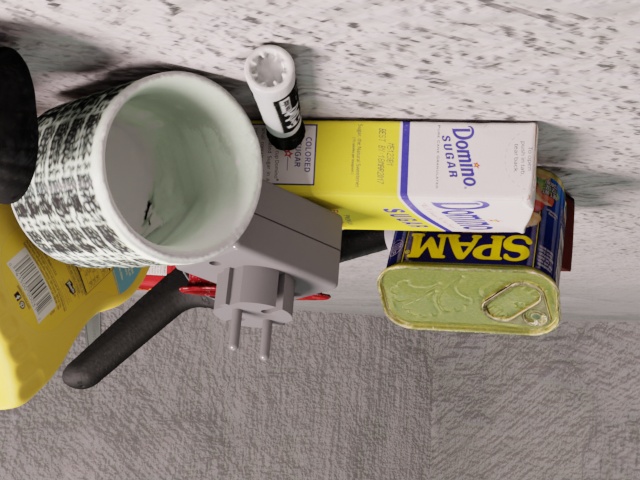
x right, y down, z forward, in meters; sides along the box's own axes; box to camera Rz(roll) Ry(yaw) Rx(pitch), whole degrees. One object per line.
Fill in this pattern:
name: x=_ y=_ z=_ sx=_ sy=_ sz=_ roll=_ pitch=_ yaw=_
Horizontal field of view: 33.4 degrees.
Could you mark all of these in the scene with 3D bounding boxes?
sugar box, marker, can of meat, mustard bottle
sugar box: x=0.021 y=-0.031 z=0.556 sx=0.176 sy=0.048 sz=0.093 roll=4 pitch=171 yaw=9
marker: x=-0.018 y=-0.058 z=0.455 sx=0.020 sy=0.020 sz=0.121 roll=3 pitch=174 yaw=1
can of meat: x=0.092 y=0.004 z=0.623 sx=0.102 sy=0.084 sz=0.057 roll=1 pitch=138 yaw=18
mustard bottle: x=-0.134 y=-0.002 z=0.557 sx=0.058 sy=0.096 sz=0.191 roll=-13 pitch=-158 yaw=29

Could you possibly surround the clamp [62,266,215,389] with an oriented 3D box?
clamp: x=-0.094 y=0.024 z=0.768 sx=0.210 sy=0.164 sz=0.036 roll=-6 pitch=148 yaw=7
